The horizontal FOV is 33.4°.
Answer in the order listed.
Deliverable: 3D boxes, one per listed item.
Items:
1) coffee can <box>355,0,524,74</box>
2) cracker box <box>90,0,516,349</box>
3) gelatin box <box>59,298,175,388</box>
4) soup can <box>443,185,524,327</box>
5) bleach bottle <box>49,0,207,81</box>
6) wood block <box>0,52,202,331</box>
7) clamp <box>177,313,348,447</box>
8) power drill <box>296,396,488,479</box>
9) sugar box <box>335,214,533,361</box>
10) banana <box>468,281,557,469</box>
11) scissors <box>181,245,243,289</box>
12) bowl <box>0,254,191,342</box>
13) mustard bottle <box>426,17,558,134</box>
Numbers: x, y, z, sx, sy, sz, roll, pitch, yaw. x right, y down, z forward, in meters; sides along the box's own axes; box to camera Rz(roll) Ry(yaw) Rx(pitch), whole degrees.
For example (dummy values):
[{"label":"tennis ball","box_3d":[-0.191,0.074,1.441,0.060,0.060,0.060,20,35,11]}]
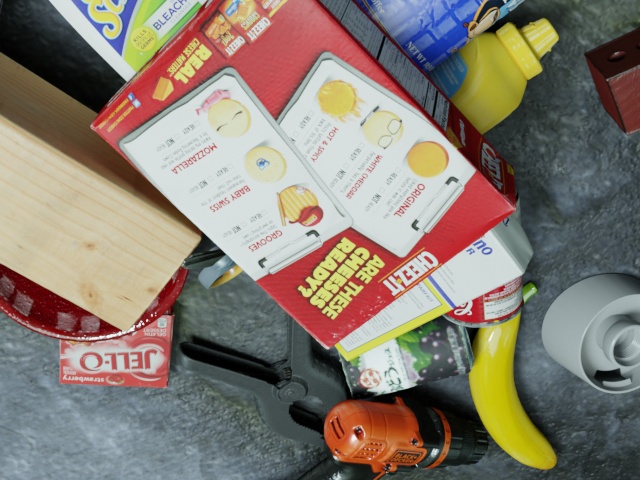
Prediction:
[{"label":"coffee can","box_3d":[0.087,-0.184,0.694,0.140,0.103,0.102,-36,117,14]},{"label":"cracker box","box_3d":[-0.008,-0.059,0.670,0.213,0.072,0.164,44,118,-14]},{"label":"gelatin box","box_3d":[-0.165,0.082,0.864,0.089,0.030,0.073,5,119,-8]},{"label":"soup can","box_3d":[0.122,0.007,0.827,0.068,0.068,0.102,-9,120,-1]},{"label":"bleach bottle","box_3d":[-0.150,-0.185,0.695,0.103,0.068,0.250,-42,113,17]},{"label":"wood block","box_3d":[-0.185,-0.042,0.691,0.206,0.091,0.090,32,112,-21]},{"label":"clamp","box_3d":[-0.022,0.108,0.889,0.120,0.039,0.171,-34,123,19]},{"label":"power drill","box_3d":[0.037,0.208,0.925,0.184,0.057,0.188,17,124,-41]},{"label":"sugar box","box_3d":[0.061,0.015,0.793,0.177,0.048,0.093,-31,102,35]},{"label":"banana","box_3d":[0.165,0.130,0.920,0.069,0.037,0.198,-11,120,1]},{"label":"scissors","box_3d":[-0.055,0.001,0.756,0.096,0.202,0.016,-38,86,-9]},{"label":"bowl","box_3d":[-0.177,-0.005,0.799,0.162,0.055,0.162,-2,120,-4]},{"label":"mustard bottle","box_3d":[0.081,-0.093,0.750,0.192,0.096,0.058,-35,114,14]}]
